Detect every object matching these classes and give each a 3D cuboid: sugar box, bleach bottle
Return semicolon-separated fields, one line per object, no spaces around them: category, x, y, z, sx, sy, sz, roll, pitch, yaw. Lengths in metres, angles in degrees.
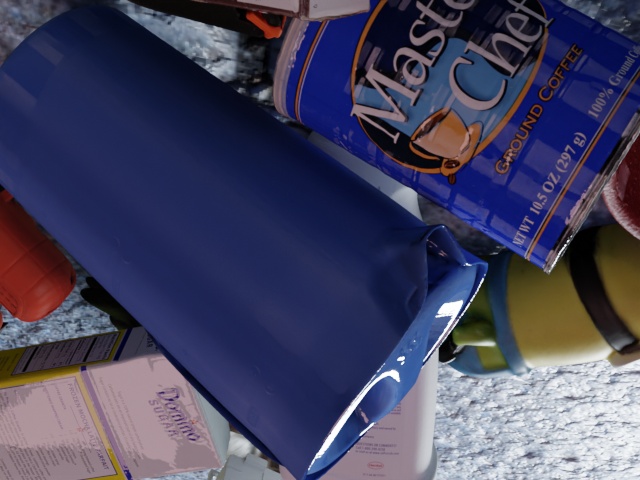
sugar box;-0.153;0.109;0.680;0.176;0.048;0.093;-11;117;9
bleach bottle;0.029;0.032;0.614;0.102;0.068;0.251;6;117;4

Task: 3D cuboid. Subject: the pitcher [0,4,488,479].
pitcher;-0.053;0.001;0.529;0.243;0.149;0.145;39;-179;15

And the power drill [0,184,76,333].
power drill;-0.249;-0.003;0.683;0.184;0.057;0.188;48;147;-2

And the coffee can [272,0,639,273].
coffee can;0.065;-0.065;0.461;0.140;0.102;0.103;32;147;12
